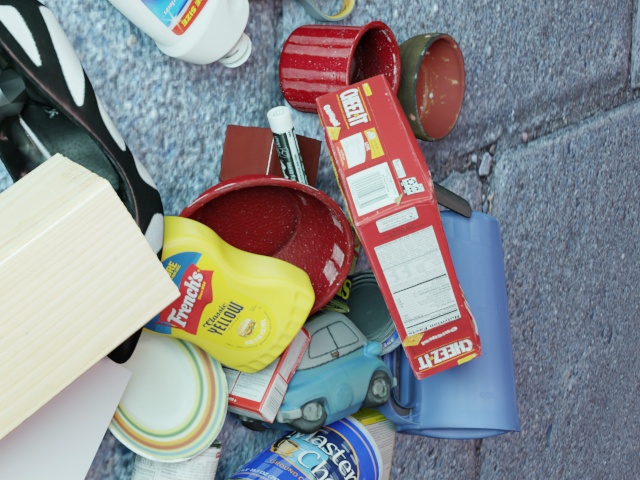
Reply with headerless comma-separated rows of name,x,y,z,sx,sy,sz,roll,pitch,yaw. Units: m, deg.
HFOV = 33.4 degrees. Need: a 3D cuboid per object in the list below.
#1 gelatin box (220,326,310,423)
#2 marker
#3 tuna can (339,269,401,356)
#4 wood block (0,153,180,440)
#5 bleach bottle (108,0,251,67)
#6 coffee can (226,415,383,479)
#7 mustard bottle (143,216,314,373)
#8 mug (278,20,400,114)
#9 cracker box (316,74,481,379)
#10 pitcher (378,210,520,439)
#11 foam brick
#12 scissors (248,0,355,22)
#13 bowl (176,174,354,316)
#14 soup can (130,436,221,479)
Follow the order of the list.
gelatin box,-0.059,0.109,0.938,0.089,0.073,0.030,-65,145,-23
marker,-0.022,-0.056,0.900,0.020,0.020,0.121,-48,136,-39
tuna can,0.050,0.075,1.086,0.033,0.086,0.086,42,63,-55
wood block,-0.199,0.051,0.620,0.206,0.090,0.090,-40,123,-17
bleach bottle,-0.115,-0.208,0.760,0.102,0.068,0.250,-48,144,0
coffee can,-0.020,0.234,1.005,0.140,0.103,0.103,-31,124,-49
mustard bottle,-0.105,0.033,0.821,0.191,0.058,0.096,27,116,-30
mug,0.021,-0.163,0.980,0.117,0.082,0.093,-55,139,-34
cracker box,0.070,-0.010,0.925,0.164,0.072,0.213,-106,174,-45
pitcher,0.138,0.093,1.162,0.149,0.145,0.243,46,42,-71
foam brick,-0.043,-0.070,0.933,0.078,0.053,0.051,6,93,-58
scissors,-0.029,-0.242,0.943,0.201,0.016,0.096,-1,96,-54
bowl,-0.056,0.001,0.883,0.055,0.162,0.162,-108,177,-51
soup can,-0.124,0.208,0.871,0.068,0.069,0.102,20,81,-57
